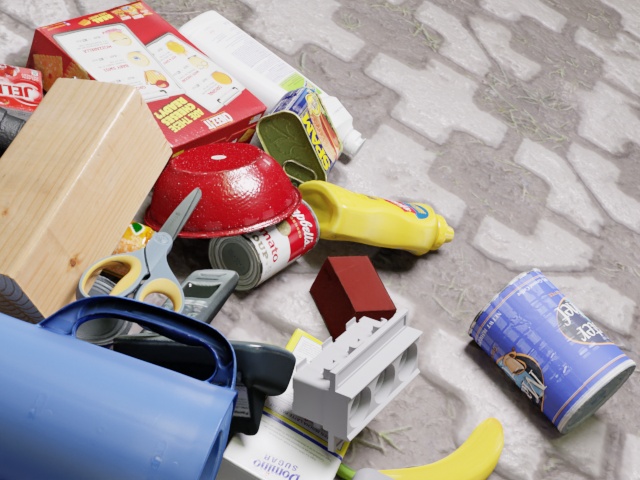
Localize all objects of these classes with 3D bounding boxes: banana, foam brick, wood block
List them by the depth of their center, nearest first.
[{"bbox_3d":[-0.222,-0.032,0.908,0.090,0.091,0.206,9,56,26],"label":"wood block"},{"bbox_3d":[0.110,0.205,0.972,0.197,0.037,0.070,-7,50,-37],"label":"banana"},{"bbox_3d":[0.033,0.060,1.079,0.051,0.053,0.078,0,46,-31],"label":"foam brick"}]

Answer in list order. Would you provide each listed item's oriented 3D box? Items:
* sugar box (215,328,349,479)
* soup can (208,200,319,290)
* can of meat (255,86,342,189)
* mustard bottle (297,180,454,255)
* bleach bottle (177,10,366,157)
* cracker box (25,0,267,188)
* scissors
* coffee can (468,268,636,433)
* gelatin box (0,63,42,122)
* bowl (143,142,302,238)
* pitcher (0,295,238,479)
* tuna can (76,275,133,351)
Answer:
[{"bbox_3d":[-0.019,0.163,0.936,0.093,0.048,0.176,30,41,2],"label":"sugar box"},{"bbox_3d":[-0.057,0.001,1.079,0.068,0.069,0.102,40,40,15],"label":"soup can"},{"bbox_3d":[-0.021,-0.115,1.214,0.102,0.058,0.083,64,28,-21],"label":"can of meat"},{"bbox_3d":[0.070,-0.020,1.172,0.191,0.058,0.096,11,9,-34],"label":"mustard bottle"},{"bbox_3d":[-0.059,-0.178,1.288,0.251,0.068,0.102,35,38,5],"label":"bleach bottle"},{"bbox_3d":[-0.193,-0.166,1.186,0.214,0.072,0.163,41,40,15],"label":"cracker box"},{"bbox_3d":[-0.127,0.017,0.922,0.096,0.016,0.201,34,38,14],"label":"scissors"},{"bbox_3d":[0.238,0.113,1.101,0.102,0.103,0.140,-18,57,-43],"label":"coffee can"},{"bbox_3d":[-0.336,-0.154,1.116,0.089,0.030,0.073,8,42,-23],"label":"gelatin box"},{"bbox_3d":[-0.100,-0.058,1.069,0.162,0.055,0.162,-5,23,2],"label":"bowl"},{"bbox_3d":[-0.187,0.123,0.797,0.243,0.145,0.149,22,30,2],"label":"pitcher"},{"bbox_3d":[-0.209,0.069,0.936,0.086,0.034,0.086,17,39,-14],"label":"tuna can"}]
